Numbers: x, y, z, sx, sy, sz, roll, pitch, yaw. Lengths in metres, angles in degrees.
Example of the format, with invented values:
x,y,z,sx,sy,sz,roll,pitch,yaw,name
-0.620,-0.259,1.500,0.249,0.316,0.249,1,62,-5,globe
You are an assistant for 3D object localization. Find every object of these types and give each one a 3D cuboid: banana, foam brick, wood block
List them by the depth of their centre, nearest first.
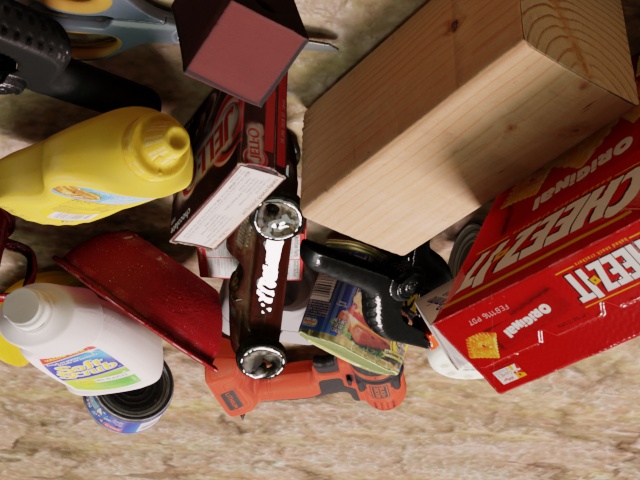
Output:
x,y,z,sx,sy,sz,roll,pitch,yaw,name
-0.047,-0.123,0.603,0.052,0.078,0.051,21,122,-30,foam brick
0.082,-0.082,0.663,0.090,0.091,0.207,21,144,-29,wood block
-0.272,0.074,0.984,0.069,0.037,0.198,19,144,-26,banana

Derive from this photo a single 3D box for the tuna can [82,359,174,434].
x,y,z,sx,sy,sz,roll,pitch,yaw,name
-0.188,0.145,1.051,0.086,0.086,0.034,13,145,-19,tuna can

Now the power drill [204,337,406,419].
x,y,z,sx,sy,sz,roll,pitch,yaw,name
-0.013,0.120,1.030,0.188,0.057,0.184,-4,148,9,power drill

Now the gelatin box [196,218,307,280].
x,y,z,sx,sy,sz,roll,pitch,yaw,name
-0.056,0.001,0.863,0.089,0.030,0.073,2,147,-1,gelatin box

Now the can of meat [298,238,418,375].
x,y,z,sx,sy,sz,roll,pitch,yaw,name
0.036,0.057,0.884,0.102,0.084,0.058,31,164,-39,can of meat

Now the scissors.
x,y,z,sx,sy,sz,roll,pitch,yaw,name
-0.093,-0.140,0.645,0.202,0.016,0.096,-2,150,6,scissors

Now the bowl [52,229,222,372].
x,y,z,sx,sy,sz,roll,pitch,yaw,name
-0.134,0.039,0.861,0.162,0.055,0.162,34,173,4,bowl

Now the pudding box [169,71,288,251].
x,y,z,sx,sy,sz,roll,pitch,yaw,name
-0.061,-0.057,0.710,0.039,0.090,0.114,15,146,-23,pudding box

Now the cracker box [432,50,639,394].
x,y,z,sx,sy,sz,roll,pitch,yaw,name
0.172,-0.028,0.633,0.072,0.213,0.164,44,137,-11,cracker box

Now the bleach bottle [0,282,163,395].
x,y,z,sx,sy,sz,roll,pitch,yaw,name
-0.211,0.081,0.901,0.102,0.068,0.251,-8,164,6,bleach bottle

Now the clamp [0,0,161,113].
x,y,z,sx,sy,sz,roll,pitch,yaw,name
-0.179,-0.105,0.636,0.164,0.036,0.210,1,171,-7,clamp

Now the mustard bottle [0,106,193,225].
x,y,z,sx,sy,sz,roll,pitch,yaw,name
-0.138,-0.049,0.699,0.096,0.058,0.192,3,172,-35,mustard bottle

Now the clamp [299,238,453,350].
x,y,z,sx,sy,sz,roll,pitch,yaw,name
0.066,0.017,0.819,0.120,0.039,0.171,-38,135,1,clamp
